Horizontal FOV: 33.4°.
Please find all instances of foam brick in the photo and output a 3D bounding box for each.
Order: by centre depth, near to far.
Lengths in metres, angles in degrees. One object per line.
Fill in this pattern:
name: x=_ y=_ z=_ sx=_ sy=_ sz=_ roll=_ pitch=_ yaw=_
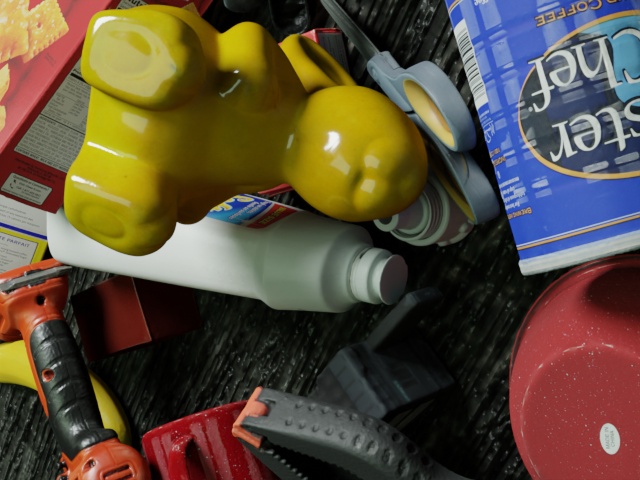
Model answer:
foam brick: x=-0.133 y=0.051 z=0.769 sx=0.078 sy=0.051 sz=0.053 roll=-20 pitch=85 yaw=41

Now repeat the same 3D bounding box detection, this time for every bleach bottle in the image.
bleach bottle: x=-0.054 y=0.001 z=0.665 sx=0.251 sy=0.102 sz=0.068 roll=11 pitch=105 yaw=36

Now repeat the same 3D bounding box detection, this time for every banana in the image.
banana: x=-0.216 y=0.120 z=0.862 sx=0.198 sy=0.037 sz=0.070 roll=27 pitch=113 yaw=34

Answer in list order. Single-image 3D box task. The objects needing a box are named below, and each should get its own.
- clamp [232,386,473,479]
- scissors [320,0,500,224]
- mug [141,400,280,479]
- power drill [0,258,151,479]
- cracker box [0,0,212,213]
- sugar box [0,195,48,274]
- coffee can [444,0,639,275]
clamp: x=0.054 y=0.135 z=0.554 sx=0.210 sy=0.036 sz=0.165 roll=32 pitch=144 yaw=1
scissors: x=0.037 y=-0.096 z=0.566 sx=0.202 sy=0.016 sz=0.096 roll=59 pitch=174 yaw=25
mug: x=-0.073 y=0.156 z=0.701 sx=0.093 sy=0.117 sz=0.081 roll=-21 pitch=79 yaw=12
power drill: x=-0.183 y=0.119 z=0.756 sx=0.188 sy=0.057 sz=0.185 roll=65 pitch=150 yaw=11
cracker box: x=-0.167 y=-0.151 z=0.683 sx=0.214 sy=0.072 sz=0.164 roll=-51 pitch=53 yaw=12
sugar box: x=-0.261 y=-0.008 z=0.840 sx=0.176 sy=0.093 sz=0.048 roll=-61 pitch=19 yaw=28
coffee can: x=0.124 y=-0.064 z=0.494 sx=0.103 sy=0.102 sz=0.140 roll=-18 pitch=86 yaw=41
